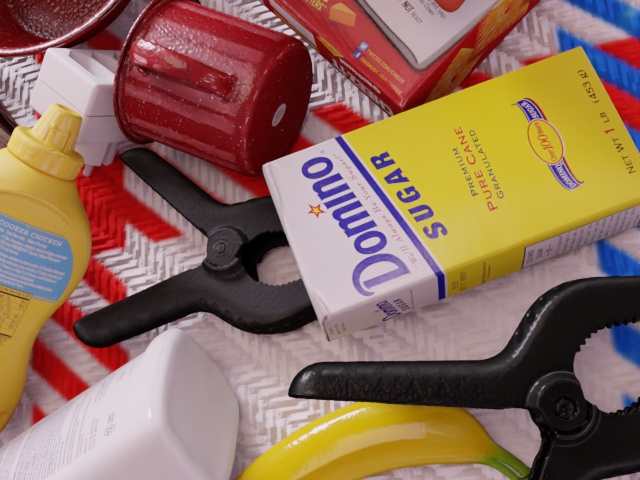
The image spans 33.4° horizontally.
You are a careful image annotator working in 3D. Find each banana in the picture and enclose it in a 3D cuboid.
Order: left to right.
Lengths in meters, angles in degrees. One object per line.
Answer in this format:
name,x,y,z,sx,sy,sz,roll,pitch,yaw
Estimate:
banana,0.002,0.126,0.539,0.198,0.037,0.070,-26,66,10

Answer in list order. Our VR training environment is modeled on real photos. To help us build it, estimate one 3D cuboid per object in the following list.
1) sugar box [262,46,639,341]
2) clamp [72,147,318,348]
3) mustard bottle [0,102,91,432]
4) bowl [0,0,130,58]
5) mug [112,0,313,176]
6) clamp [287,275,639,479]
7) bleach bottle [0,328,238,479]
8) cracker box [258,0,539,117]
sugar box,0.068,-0.024,0.543,0.176,0.048,0.093,-20,67,-3
clamp,-0.054,0.001,0.600,0.171,0.039,0.120,-1,76,13
mustard bottle,-0.182,0.012,0.589,0.192,0.096,0.058,-61,26,9
bowl,-0.170,-0.178,0.672,0.162,0.055,0.162,-4,73,13
mug,-0.060,-0.087,0.591,0.082,0.117,0.093,22,90,19
clamp,0.101,0.074,0.501,0.210,0.036,0.164,-41,84,-5
bleach bottle,-0.165,0.145,0.570,0.251,0.068,0.102,-30,22,15
cracker box,0.061,-0.192,0.593,0.164,0.072,0.213,43,89,13
